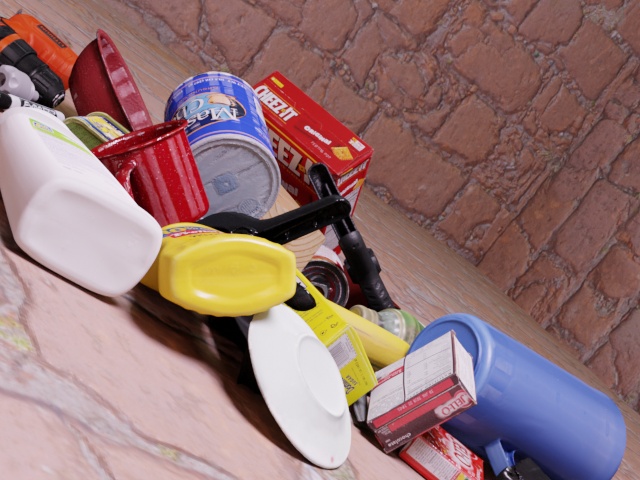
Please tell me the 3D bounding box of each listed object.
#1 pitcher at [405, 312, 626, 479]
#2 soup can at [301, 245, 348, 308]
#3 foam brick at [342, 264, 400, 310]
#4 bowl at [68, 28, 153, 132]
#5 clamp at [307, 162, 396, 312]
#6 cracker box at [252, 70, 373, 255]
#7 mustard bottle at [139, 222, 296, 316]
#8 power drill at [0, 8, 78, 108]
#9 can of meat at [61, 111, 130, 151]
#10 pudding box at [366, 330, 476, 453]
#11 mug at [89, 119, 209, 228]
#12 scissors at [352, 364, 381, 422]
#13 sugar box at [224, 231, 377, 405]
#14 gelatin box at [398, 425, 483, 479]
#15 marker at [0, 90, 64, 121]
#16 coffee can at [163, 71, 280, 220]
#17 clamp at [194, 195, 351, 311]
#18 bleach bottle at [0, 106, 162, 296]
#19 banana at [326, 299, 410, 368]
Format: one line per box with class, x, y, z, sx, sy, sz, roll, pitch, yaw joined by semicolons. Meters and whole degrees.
pitcher;0.194;0.177;1.074;0.242;0.145;0.149;34;-1;-37
soup can;-0.006;0.045;1.168;0.068;0.068;0.102;37;7;-8
foam brick;0.049;0.075;1.305;0.052;0.051;0.078;30;11;-42
bowl;-0.230;-0.146;1.165;0.162;0.055;0.162;-24;92;-89
clamp;0.047;0.029;1.182;0.164;0.036;0.210;-110;175;-62
cracker box;-0.035;-0.078;1.329;0.164;0.072;0.214;41;-33;17
mustard bottle;-0.093;0.018;0.828;0.096;0.058;0.192;-3;5;-21
power drill;-0.334;-0.210;1.198;0.184;0.057;0.187;42;7;4
can of meat;-0.202;-0.075;1.008;0.102;0.057;0.084;38;9;-1
pudding box;0.089;0.130;0.935;0.039;0.090;0.113;57;13;-11
mug;-0.147;-0.047;0.913;0.117;0.093;0.081;-72;146;-71
scissors;0.050;0.145;1.013;0.096;0.016;0.202;31;9;-20
sugar box;-0.024;0.063;0.955;0.176;0.048;0.093;41;-18;42
gelatin box;0.109;0.194;0.951;0.073;0.030;0.089;39;8;6
marker;-0.293;-0.130;1.056;0.020;0.020;0.121;40;8;17
coffee can;-0.099;-0.090;1.047;0.102;0.103;0.140;34;22;-29
clamp;-0.056;0.001;0.931;0.172;0.120;0.039;10;-43;29
bleach bottle;-0.201;-0.048;0.828;0.102;0.068;0.251;32;7;-30
banana;0.018;0.087;1.061;0.197;0.037;0.070;28;-10;-11
